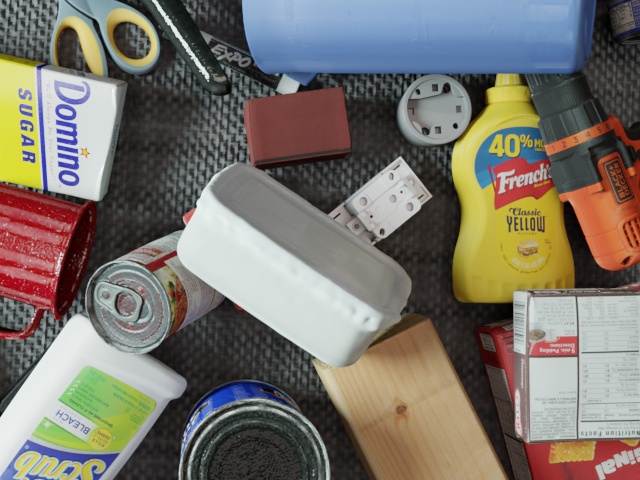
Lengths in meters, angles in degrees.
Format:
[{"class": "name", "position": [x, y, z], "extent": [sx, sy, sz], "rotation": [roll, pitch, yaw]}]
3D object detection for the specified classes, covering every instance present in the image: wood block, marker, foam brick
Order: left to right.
[{"class": "marker", "position": [-0.073, -0.147, 0.852], "extent": [0.121, 0.020, 0.020], "rotation": [25, 85, -5]}, {"class": "foam brick", "position": [-0.019, -0.087, 0.839], "extent": [0.078, 0.053, 0.051], "rotation": [-9, 89, -8]}, {"class": "wood block", "position": [0.082, 0.169, 0.823], "extent": [0.090, 0.090, 0.206], "rotation": [-26, 91, -6]}]

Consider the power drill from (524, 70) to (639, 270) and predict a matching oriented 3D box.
[{"class": "power drill", "position": [0.257, -0.089, 0.843], "extent": [0.187, 0.057, 0.184], "rotation": [-23, 94, -24]}]

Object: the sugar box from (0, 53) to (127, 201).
[{"class": "sugar box", "position": [-0.243, -0.094, 0.809], "extent": [0.176, 0.048, 0.093], "rotation": [12, 102, -3]}]

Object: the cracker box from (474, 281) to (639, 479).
[{"class": "cracker box", "position": [0.233, 0.151, 0.849], "extent": [0.164, 0.072, 0.214], "rotation": [-15, 90, -6]}]

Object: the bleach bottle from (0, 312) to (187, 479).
[{"class": "bleach bottle", "position": [-0.208, 0.183, 0.784], "extent": [0.102, 0.068, 0.251], "rotation": [36, 81, -25]}]

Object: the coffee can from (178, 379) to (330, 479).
[{"class": "coffee can", "position": [-0.052, 0.159, 0.782], "extent": [0.102, 0.140, 0.103], "rotation": [0, 88, -7]}]

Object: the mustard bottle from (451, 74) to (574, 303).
[{"class": "mustard bottle", "position": [0.153, -0.046, 0.854], "extent": [0.096, 0.058, 0.191], "rotation": [0, 87, -14]}]

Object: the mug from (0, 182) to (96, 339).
[{"class": "mug", "position": [-0.224, 0.015, 0.794], "extent": [0.081, 0.093, 0.117], "rotation": [16, 84, -1]}]

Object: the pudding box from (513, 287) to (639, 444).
[{"class": "pudding box", "position": [0.191, 0.092, 0.790], "extent": [0.090, 0.039, 0.113], "rotation": [0, 91, -5]}]

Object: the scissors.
[{"class": "scissors", "position": [-0.183, -0.208, 0.844], "extent": [0.096, 0.016, 0.202], "rotation": [-9, 89, -8]}]

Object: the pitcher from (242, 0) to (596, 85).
[{"class": "pitcher", "position": [0.072, -0.189, 0.766], "extent": [0.243, 0.149, 0.145], "rotation": [6, 84, 17]}]

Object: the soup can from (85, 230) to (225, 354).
[{"class": "soup can", "position": [-0.116, 0.035, 0.783], "extent": [0.069, 0.102, 0.068], "rotation": [5, 105, 20]}]

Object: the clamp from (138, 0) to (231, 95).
[{"class": "clamp", "position": [-0.126, -0.227, 0.832], "extent": [0.210, 0.036, 0.164], "rotation": [30, 71, -4]}]
